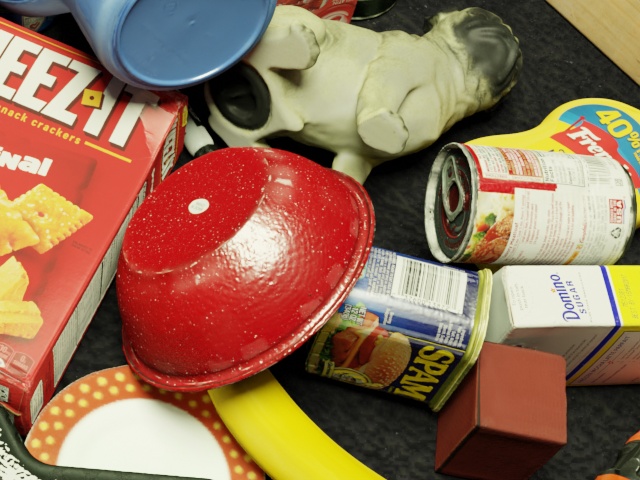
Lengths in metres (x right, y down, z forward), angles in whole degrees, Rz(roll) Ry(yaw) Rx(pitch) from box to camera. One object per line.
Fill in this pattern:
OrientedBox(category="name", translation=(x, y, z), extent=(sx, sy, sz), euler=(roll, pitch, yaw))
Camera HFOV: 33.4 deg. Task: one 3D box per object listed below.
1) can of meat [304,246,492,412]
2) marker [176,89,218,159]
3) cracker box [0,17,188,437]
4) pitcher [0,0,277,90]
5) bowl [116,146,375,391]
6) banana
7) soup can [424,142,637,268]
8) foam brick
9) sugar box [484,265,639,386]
OrientedBox(category="can of meat", translation=(0.040, 0.048, 0.600), extent=(0.084, 0.102, 0.057), euler=(15, 59, -3))
OrientedBox(category="marker", translation=(-0.092, -0.082, 0.690), extent=(0.020, 0.020, 0.121), euler=(-26, 69, -25))
OrientedBox(category="cracker box", translation=(-0.190, -0.021, 0.601), extent=(0.164, 0.072, 0.213), euler=(23, 57, -1))
OrientedBox(category="pitcher", translation=(-0.129, -0.199, 0.630), extent=(0.144, 0.149, 0.243), euler=(-12, 57, -29))
OrientedBox(category="bowl", translation=(-0.054, 0.001, 0.575), extent=(0.162, 0.055, 0.162), euler=(-22, 38, 18))
OrientedBox(category="banana", translation=(-0.005, 0.108, 0.579), extent=(0.198, 0.037, 0.069), euler=(47, 45, 9))
OrientedBox(category="soup can", translation=(0.119, -0.018, 0.611), extent=(0.102, 0.069, 0.068), euler=(3, 60, -16))
OrientedBox(category="foam brick", translation=(0.100, 0.098, 0.599), extent=(0.051, 0.078, 0.053), euler=(12, 58, -5))
OrientedBox(category="sugar box", translation=(0.176, 0.052, 0.635), extent=(0.176, 0.093, 0.048), euler=(3, 60, -13))
